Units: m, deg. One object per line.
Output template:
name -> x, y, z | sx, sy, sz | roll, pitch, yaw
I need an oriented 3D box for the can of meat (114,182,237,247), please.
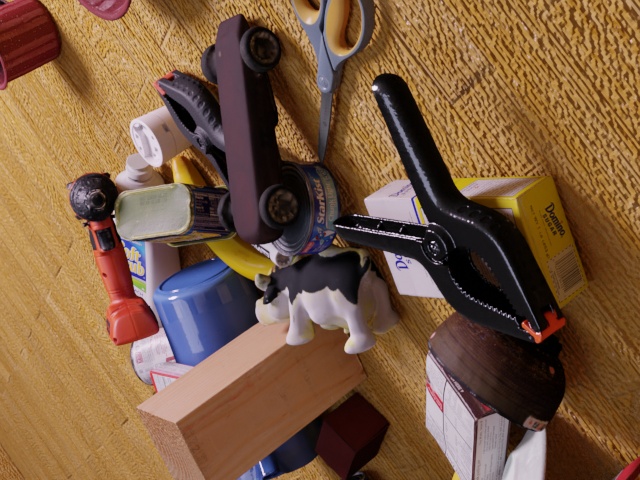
can of meat -> -0.147, -0.026, 1.089 | 0.102, 0.083, 0.057 | -8, 85, 29

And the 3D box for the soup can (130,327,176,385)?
soup can -> -0.172, 0.135, 1.302 | 0.102, 0.068, 0.068 | -17, 108, 25

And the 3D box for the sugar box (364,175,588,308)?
sugar box -> 0.115, 0.000, 0.820 | 0.177, 0.048, 0.093 | 6, 122, 57

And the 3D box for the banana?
banana -> -0.095, -0.012, 1.134 | 0.198, 0.037, 0.070 | 39, 117, 23

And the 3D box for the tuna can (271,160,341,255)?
tuna can -> -0.017, -0.029, 0.965 | 0.086, 0.033, 0.086 | 8, 99, 57

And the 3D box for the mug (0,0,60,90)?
mug -> -0.369, -0.244, 1.259 | 0.117, 0.081, 0.093 | 46, 149, 17

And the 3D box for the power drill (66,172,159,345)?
power drill -> -0.227, 0.016, 1.166 | 0.184, 0.057, 0.187 | -155, 51, -76

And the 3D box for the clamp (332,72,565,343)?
clamp -> 0.091, -0.012, 0.761 | 0.210, 0.036, 0.165 | 41, 143, 30

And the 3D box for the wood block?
wood block -> -0.067, 0.155, 1.078 | 0.091, 0.205, 0.090 | 2, 121, 56

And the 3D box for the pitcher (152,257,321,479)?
pitcher -> -0.096, 0.143, 1.208 | 0.149, 0.144, 0.243 | -6, 111, 45

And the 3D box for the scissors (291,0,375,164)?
scissors -> -0.004, -0.151, 0.877 | 0.096, 0.016, 0.202 | 50, 150, 14

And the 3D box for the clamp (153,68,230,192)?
clamp -> -0.098, -0.104, 1.039 | 0.171, 0.039, 0.120 | 50, 150, 3

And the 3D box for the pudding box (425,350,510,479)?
pudding box -> 0.128, 0.155, 0.936 | 0.090, 0.039, 0.113 | -124, 20, -44

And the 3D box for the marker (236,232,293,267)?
marker -> -0.057, 0.001, 1.041 | 0.121, 0.020, 0.020 | 33, 146, 63

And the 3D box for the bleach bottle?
bleach bottle -> -0.215, -0.003, 1.291 | 0.103, 0.068, 0.251 | 37, 143, 30

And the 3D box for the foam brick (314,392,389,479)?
foam brick -> 0.032, 0.211, 1.143 | 0.051, 0.052, 0.078 | 44, 148, 21

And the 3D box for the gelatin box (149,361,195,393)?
gelatin box -> -0.140, 0.171, 1.140 | 0.089, 0.030, 0.073 | 0, 111, 51
